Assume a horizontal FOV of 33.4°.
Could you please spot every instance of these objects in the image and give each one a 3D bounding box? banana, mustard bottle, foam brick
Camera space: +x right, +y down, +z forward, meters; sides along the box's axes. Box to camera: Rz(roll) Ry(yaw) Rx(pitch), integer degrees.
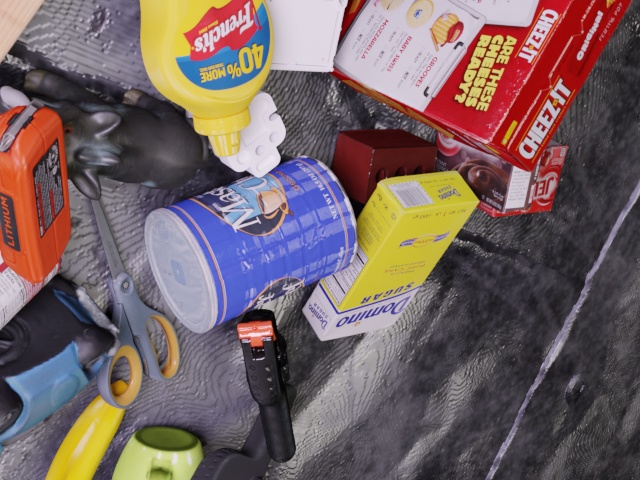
[{"bbox_3d":[-0.208,0.209,0.901,0.069,0.037,0.198,-26,138,-64],"label":"banana"},{"bbox_3d":[-0.078,-0.149,0.727,0.096,0.058,0.191,-26,121,-34],"label":"mustard bottle"},{"bbox_3d":[0.056,-0.067,0.948,0.078,0.051,0.053,-7,117,-36],"label":"foam brick"}]

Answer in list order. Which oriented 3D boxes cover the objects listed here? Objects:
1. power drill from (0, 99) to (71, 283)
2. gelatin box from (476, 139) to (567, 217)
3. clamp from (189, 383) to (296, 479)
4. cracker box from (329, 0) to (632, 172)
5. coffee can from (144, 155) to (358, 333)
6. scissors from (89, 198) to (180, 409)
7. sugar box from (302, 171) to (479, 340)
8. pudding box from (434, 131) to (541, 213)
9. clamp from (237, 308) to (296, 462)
[{"bbox_3d":[-0.247,-0.031,0.638,0.057,0.187,0.184,-72,172,-47],"label":"power drill"},{"bbox_3d":[0.206,-0.065,1.086,0.089,0.030,0.073,-6,117,-37],"label":"gelatin box"},{"bbox_3d":[-0.063,0.232,0.936,0.209,0.036,0.164,-23,105,-63],"label":"clamp"},{"bbox_3d":[0.114,-0.167,0.827,0.072,0.214,0.164,25,96,-44],"label":"cracker box"},{"bbox_3d":[-0.056,0.001,0.859,0.140,0.103,0.103,-23,126,-28],"label":"coffee can"},{"bbox_3d":[-0.166,0.053,0.844,0.096,0.016,0.201,-55,139,-33],"label":"scissors"},{"bbox_3d":[0.060,0.016,0.957,0.093,0.048,0.176,-8,141,-36],"label":"sugar box"},{"bbox_3d":[0.152,-0.087,0.973,0.039,0.114,0.090,-9,118,-32],"label":"pudding box"},{"bbox_3d":[-0.043,0.117,0.892,0.039,0.120,0.171,-14,160,2],"label":"clamp"}]
